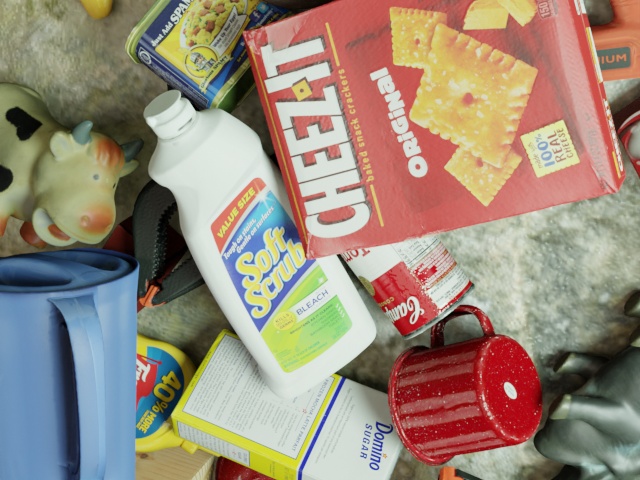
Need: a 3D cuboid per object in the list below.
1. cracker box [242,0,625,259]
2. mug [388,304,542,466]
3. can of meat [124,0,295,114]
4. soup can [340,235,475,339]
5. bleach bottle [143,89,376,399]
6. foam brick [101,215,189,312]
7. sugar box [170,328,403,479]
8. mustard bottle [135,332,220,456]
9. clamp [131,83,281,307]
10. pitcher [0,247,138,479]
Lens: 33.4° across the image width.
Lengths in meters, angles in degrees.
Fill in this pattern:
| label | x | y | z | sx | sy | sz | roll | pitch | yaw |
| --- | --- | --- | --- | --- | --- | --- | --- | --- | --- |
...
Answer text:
| label | x | y | z | sx | sy | sz | roll | pitch | yaw |
| --- | --- | --- | --- | --- | --- | --- | --- | --- | --- |
| cracker box | 0.073 | -0.089 | 0.698 | 0.214 | 0.072 | 0.164 | -13 | 97 | 22 |
| mug | 0.110 | 0.105 | 0.799 | 0.082 | 0.093 | 0.117 | -20 | 63 | 41 |
| can of meat | -0.078 | -0.150 | 0.788 | 0.084 | 0.057 | 0.102 | 38 | 86 | 7 |
| soup can | 0.059 | 0.014 | 0.804 | 0.069 | 0.068 | 0.102 | -36 | 92 | 25 |
| bleach bottle | -0.055 | 0.001 | 0.774 | 0.102 | 0.068 | 0.250 | -34 | 124 | -1 |
| foam brick | -0.157 | 0.022 | 0.892 | 0.053 | 0.051 | 0.078 | 41 | 115 | 2 |
| sugar box | -0.021 | 0.146 | 0.861 | 0.176 | 0.093 | 0.048 | 23 | 148 | 10 |
| mustard bottle | -0.161 | 0.125 | 0.912 | 0.191 | 0.058 | 0.096 | 34 | 80 | 0 |
| clamp | -0.094 | -0.048 | 0.831 | 0.164 | 0.036 | 0.210 | 35 | 96 | 9 |
| pitcher | -0.197 | 0.133 | 0.808 | 0.145 | 0.149 | 0.243 | 3 | 104 | 16 |
